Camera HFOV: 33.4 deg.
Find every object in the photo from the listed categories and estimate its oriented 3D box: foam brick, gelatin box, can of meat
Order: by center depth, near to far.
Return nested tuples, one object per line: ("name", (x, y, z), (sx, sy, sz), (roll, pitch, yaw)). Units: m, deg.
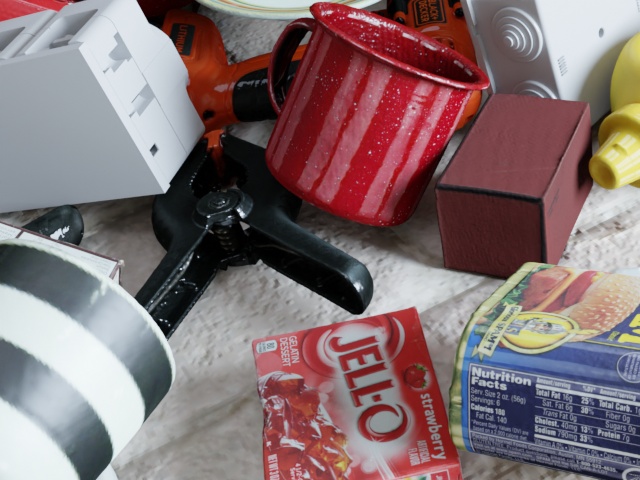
("can of meat", (0.104, 0.047, 0.392), (0.084, 0.057, 0.101), (7, 20, 29))
("gelatin box", (0.013, 0.070, 0.428), (0.073, 0.030, 0.089), (-12, 39, 2))
("foam brick", (0.093, -0.026, 0.504), (0.051, 0.053, 0.078), (10, 44, 26))

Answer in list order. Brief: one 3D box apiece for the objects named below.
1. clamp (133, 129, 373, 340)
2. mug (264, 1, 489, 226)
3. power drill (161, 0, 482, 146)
("clamp", (-0.053, 0.001, 0.527), (0.120, 0.039, 0.171), (-15, 32, -9))
("mug", (0.015, -0.066, 0.527), (0.117, 0.082, 0.093), (38, 26, 30))
("power drill", (-0.001, -0.118, 0.641), (0.188, 0.057, 0.184), (-9, 36, 7))
